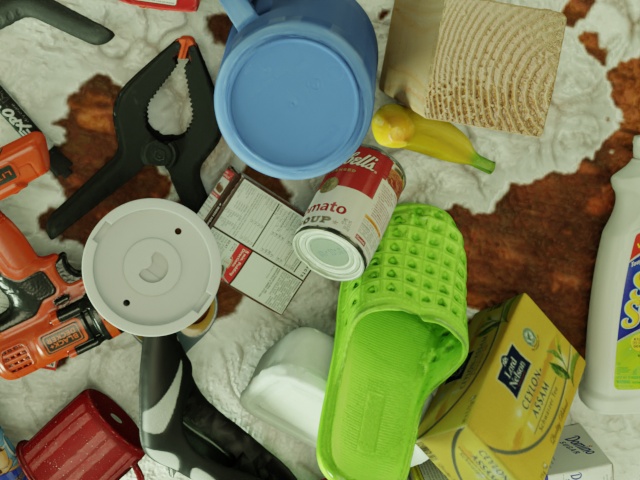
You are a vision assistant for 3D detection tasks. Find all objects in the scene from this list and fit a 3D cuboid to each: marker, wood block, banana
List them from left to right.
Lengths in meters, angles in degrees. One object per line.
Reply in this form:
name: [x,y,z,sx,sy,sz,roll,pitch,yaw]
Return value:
marker: [-0.257,-0.101,0.919,0.020,0.020,0.121,-39,104,5]
banana: [0.084,-0.090,0.892,0.070,0.197,0.037,21,99,30]
wood block: [0.112,-0.145,0.845,0.090,0.206,0.090,8,103,-7]

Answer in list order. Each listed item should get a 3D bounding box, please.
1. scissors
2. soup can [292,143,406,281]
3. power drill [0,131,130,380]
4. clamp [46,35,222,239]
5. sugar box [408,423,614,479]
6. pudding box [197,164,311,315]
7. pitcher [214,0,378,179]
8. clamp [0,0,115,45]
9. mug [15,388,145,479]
scissors: [-0.124,0.117,0.986,0.096,0.016,0.202,-17,105,-1]
soup can: [0.025,-0.024,0.912,0.068,0.069,0.102,36,54,-12]
power drill: [-0.224,0.007,0.897,0.184,0.057,0.187,-26,108,-6]
clamp: [-0.130,-0.071,0.929,0.164,0.036,0.210,20,105,-11]
sugar box: [0.175,0.222,0.998,0.176,0.093,0.048,-7,105,-3]
pudding box: [-0.056,0.001,0.933,0.113,0.039,0.090,33,91,-32]
pitcher: [-0.024,-0.134,0.817,0.149,0.243,0.145,9,107,-2]
clamp: [-0.244,-0.222,0.871,0.171,0.039,0.120,5,78,7]
mug: [-0.203,0.196,0.955,0.081,0.093,0.117,-43,73,1]
